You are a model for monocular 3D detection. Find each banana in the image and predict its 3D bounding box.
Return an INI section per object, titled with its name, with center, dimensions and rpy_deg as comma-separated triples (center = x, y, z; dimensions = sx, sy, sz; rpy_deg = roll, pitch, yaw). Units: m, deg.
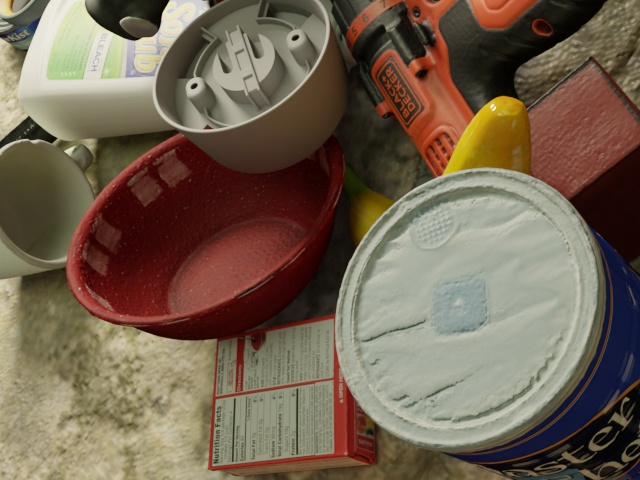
[banana]
center = 0.049, -0.014, 0.496
dimensions = 0.037, 0.069, 0.198
rpy_deg = -32, 6, -20

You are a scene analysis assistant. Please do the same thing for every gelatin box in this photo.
[gelatin box]
center = -0.015, 0.082, 0.554
dimensions = 0.089, 0.030, 0.073
rpy_deg = -14, 64, 32

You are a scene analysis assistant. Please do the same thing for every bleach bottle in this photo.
[bleach bottle]
center = -0.072, -0.120, 0.664
dimensions = 0.251, 0.068, 0.102
rpy_deg = -2, 62, 32

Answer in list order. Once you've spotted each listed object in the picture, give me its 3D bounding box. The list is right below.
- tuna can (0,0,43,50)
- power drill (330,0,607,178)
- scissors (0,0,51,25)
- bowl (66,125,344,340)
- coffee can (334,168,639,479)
[tuna can]
center = -0.223, -0.191, 0.824
dimensions = 0.086, 0.033, 0.086
rpy_deg = -15, 62, 31
[power drill]
center = 0.074, -0.134, 0.497
dimensions = 0.184, 0.057, 0.188
rpy_deg = 59, 143, 16
[scissors]
center = -0.165, -0.197, 0.750
dimensions = 0.202, 0.016, 0.096
rpy_deg = 9, 78, 39
[bowl]
center = -0.054, 0.001, 0.580
dimensions = 0.162, 0.055, 0.162
rpy_deg = -16, 40, 14
[coffee can]
center = 0.086, 0.045, 0.422
dimensions = 0.103, 0.140, 0.103
rpy_deg = -15, 62, 31
